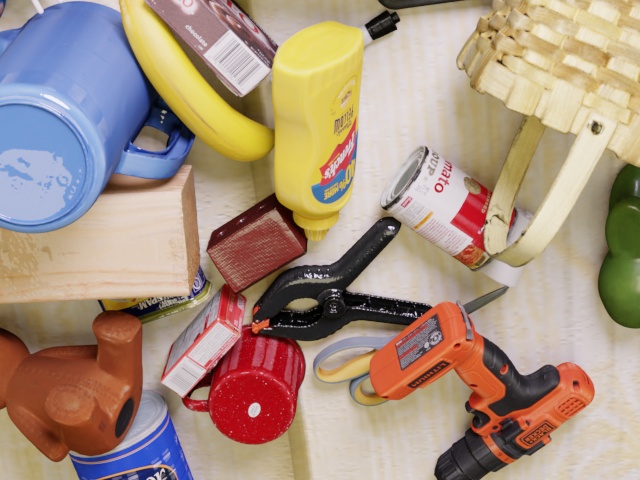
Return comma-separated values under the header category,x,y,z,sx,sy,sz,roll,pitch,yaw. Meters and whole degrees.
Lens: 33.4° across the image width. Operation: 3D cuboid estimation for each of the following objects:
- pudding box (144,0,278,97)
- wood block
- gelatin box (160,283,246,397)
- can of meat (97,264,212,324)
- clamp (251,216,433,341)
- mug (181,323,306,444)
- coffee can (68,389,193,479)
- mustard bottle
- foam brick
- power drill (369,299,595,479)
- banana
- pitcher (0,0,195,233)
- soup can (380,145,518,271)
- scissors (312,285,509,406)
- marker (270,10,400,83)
category,x,y,z,sx,sy,sz,roll,pitch,yaw
pudding box,-0.087,-0.177,0.867,0.039,0.090,0.113,-39,107,17
wood block,-0.208,-0.006,0.882,0.206,0.091,0.090,-2,109,1
gelatin box,-0.106,0.092,0.986,0.030,0.073,0.089,38,107,-14
can of meat,-0.162,0.026,0.970,0.102,0.057,0.084,-19,108,9
clamp,0.015,0.041,0.978,0.171,0.039,0.120,-11,116,4
mug,-0.073,0.138,0.999,0.117,0.081,0.093,-5,112,4
coffee can,-0.176,0.230,1.028,0.103,0.103,0.140,-14,111,7
mustard bottle,-0.003,-0.079,0.897,0.058,0.096,0.192,20,131,21
foam brick,-0.056,0.001,0.959,0.078,0.053,0.051,-31,108,12
power drill,0.134,0.148,0.988,0.187,0.057,0.185,34,115,-32
banana,-0.100,-0.123,0.876,0.037,0.069,0.197,-27,128,27
pitcher,-0.191,-0.093,0.822,0.149,0.243,0.145,-17,113,5
soup can,0.112,-0.028,0.933,0.102,0.068,0.069,34,109,-11
scissors,0.092,0.104,0.997,0.202,0.016,0.096,-18,127,15
marker,0.013,-0.161,0.908,0.121,0.020,0.020,-28,109,12
